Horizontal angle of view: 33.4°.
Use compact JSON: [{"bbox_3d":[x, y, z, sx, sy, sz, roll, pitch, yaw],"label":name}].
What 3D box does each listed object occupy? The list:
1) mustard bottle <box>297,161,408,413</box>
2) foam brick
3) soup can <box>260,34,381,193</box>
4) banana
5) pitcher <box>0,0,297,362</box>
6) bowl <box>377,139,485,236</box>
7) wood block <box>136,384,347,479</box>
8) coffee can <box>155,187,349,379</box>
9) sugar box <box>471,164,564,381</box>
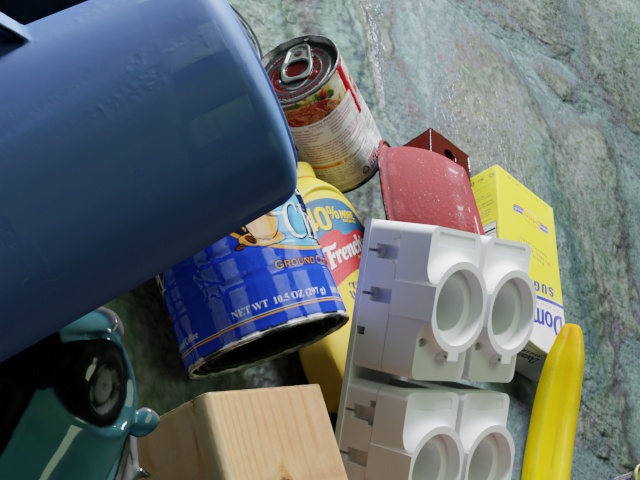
[{"bbox_3d":[0.004,0.020,0.737,0.096,0.058,0.192,-5,64,-47],"label":"mustard bottle"},{"bbox_3d":[0.091,-0.044,0.899,0.053,0.051,0.078,32,44,-32],"label":"foam brick"},{"bbox_3d":[0.000,-0.090,0.782,0.102,0.069,0.068,58,28,-44],"label":"soup can"},{"bbox_3d":[0.187,0.162,0.853,0.037,0.070,0.197,17,53,0],"label":"banana"},{"bbox_3d":[-0.140,-0.023,0.424,0.145,0.242,0.149,61,-9,12],"label":"pitcher"},{"bbox_3d":[0.089,-0.003,0.779,0.162,0.055,0.162,-15,90,-78],"label":"bowl"},{"bbox_3d":[-0.029,0.189,0.558,0.090,0.090,0.206,4,63,-48],"label":"wood block"},{"bbox_3d":[-0.054,0.001,0.650,0.102,0.103,0.140,-4,69,-51],"label":"coffee can"},{"bbox_3d":[0.174,0.028,0.953,0.093,0.048,0.176,31,43,-34],"label":"sugar box"}]
